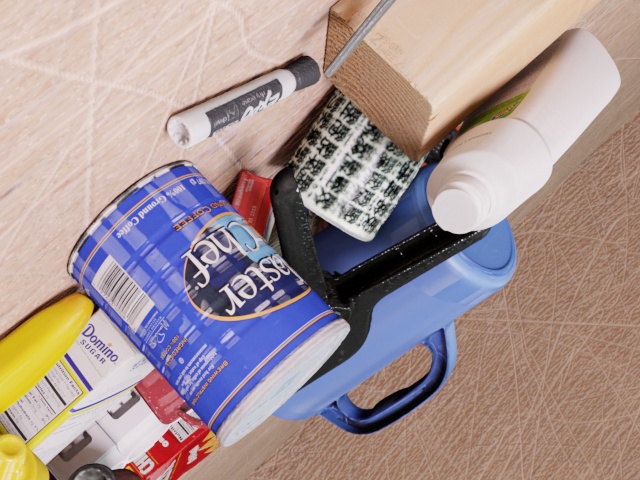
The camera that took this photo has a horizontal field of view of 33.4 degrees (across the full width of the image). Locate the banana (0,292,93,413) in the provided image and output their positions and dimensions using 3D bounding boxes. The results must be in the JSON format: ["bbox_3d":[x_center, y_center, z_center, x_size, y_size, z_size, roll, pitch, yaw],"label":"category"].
[{"bbox_3d":[-0.207,0.090,0.602,0.197,0.037,0.070,-31,163,-50],"label":"banana"}]

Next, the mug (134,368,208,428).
[{"bbox_3d":[-0.102,0.093,0.806,0.081,0.117,0.093,-37,155,-13],"label":"mug"}]

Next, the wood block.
[{"bbox_3d":[0.108,-0.158,0.681,0.206,0.090,0.091,-41,168,-14],"label":"wood block"}]

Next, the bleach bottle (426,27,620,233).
[{"bbox_3d":[0.125,-0.066,0.712,0.103,0.068,0.250,-33,-173,37],"label":"bleach bottle"}]

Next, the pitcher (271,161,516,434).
[{"bbox_3d":[0.042,0.049,0.858,0.149,0.145,0.243,21,138,-35],"label":"pitcher"}]

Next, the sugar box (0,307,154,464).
[{"bbox_3d":[-0.171,0.104,0.728,0.176,0.048,0.093,-43,171,18],"label":"sugar box"}]

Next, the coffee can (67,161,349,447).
[{"bbox_3d":[-0.067,0.037,0.640,0.102,0.140,0.103,-42,169,-10],"label":"coffee can"}]

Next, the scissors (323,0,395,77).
[{"bbox_3d":[0.073,-0.176,0.620,0.202,0.016,0.096,-51,176,16],"label":"scissors"}]

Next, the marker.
[{"bbox_3d":[-0.040,-0.082,0.614,0.120,0.020,0.020,-34,165,-43],"label":"marker"}]

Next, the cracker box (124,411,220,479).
[{"bbox_3d":[-0.144,0.203,1.168,0.213,0.072,0.164,-38,167,-28],"label":"cracker box"}]

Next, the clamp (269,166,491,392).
[{"bbox_3d":[-0.002,0.034,0.724,0.164,0.036,0.210,16,127,-33],"label":"clamp"}]

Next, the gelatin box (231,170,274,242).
[{"bbox_3d":[-0.055,0.001,0.763,0.089,0.030,0.073,103,3,-71],"label":"gelatin box"}]
